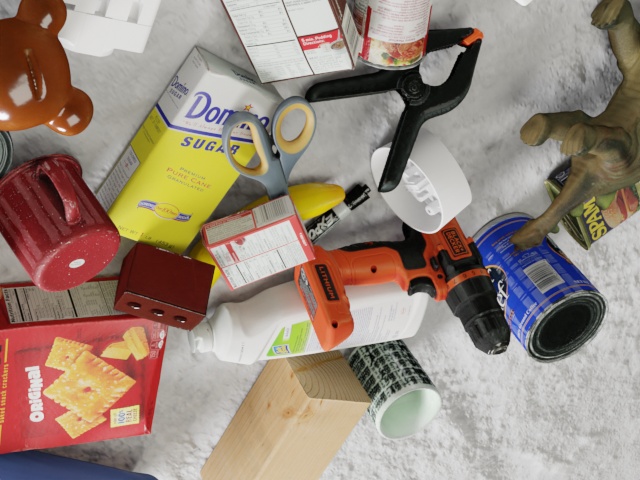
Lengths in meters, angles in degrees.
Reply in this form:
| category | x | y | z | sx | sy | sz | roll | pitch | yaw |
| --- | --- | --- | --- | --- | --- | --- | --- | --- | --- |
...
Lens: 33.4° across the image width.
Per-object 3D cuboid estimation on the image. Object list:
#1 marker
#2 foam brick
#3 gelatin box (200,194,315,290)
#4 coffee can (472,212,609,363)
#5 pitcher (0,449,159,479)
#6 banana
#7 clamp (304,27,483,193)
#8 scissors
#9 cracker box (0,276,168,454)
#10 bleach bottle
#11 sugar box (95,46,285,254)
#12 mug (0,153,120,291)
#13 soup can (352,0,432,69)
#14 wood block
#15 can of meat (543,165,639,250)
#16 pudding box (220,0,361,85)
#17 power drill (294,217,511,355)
| category | x | y | z | sx | sy | sz | roll | pitch | yaw |
| --- | --- | --- | --- | --- | --- | --- | --- | --- | --- |
| marker | 0.002 | -0.015 | 1.078 | 0.121 | 0.020 | 0.020 | -40 | 136 | 7 |
| foam brick | -0.142 | 0.042 | 0.970 | 0.078 | 0.051 | 0.053 | 18 | 154 | -16 |
| gelatin box | -0.057 | 0.002 | 0.984 | 0.089 | 0.030 | 0.073 | -20 | 142 | 3 |
| coffee can | 0.235 | 0.051 | 1.180 | 0.102 | 0.140 | 0.103 | -16 | 133 | -17 |
| pitcher | -0.293 | 0.286 | 1.109 | 0.242 | 0.145 | 0.149 | 28 | 99 | -38 |
| banana | -0.068 | -0.004 | 1.039 | 0.198 | 0.037 | 0.069 | -38 | 145 | 6 |
| clamp | 0.072 | -0.142 | 0.979 | 0.120 | 0.039 | 0.171 | 42 | 87 | -14 |
| scissors | -0.025 | -0.058 | 0.974 | 0.096 | 0.016 | 0.201 | -36 | 141 | -1 |
| cracker box | -0.259 | 0.121 | 1.013 | 0.213 | 0.072 | 0.164 | -4 | 128 | -26 |
| bleach bottle | -0.014 | 0.076 | 1.118 | 0.250 | 0.068 | 0.103 | -9 | 136 | -20 |
| sugar box | -0.116 | -0.075 | 0.941 | 0.093 | 0.048 | 0.176 | 21 | 117 | -40 |
| mug | -0.217 | -0.019 | 0.882 | 0.093 | 0.081 | 0.117 | -25 | 155 | -32 |
| soup can | 0.063 | -0.207 | 0.911 | 0.068 | 0.068 | 0.102 | -11 | 131 | -21 |
| wood block | -0.044 | 0.225 | 1.211 | 0.090 | 0.090 | 0.206 | 12 | 120 | -36 |
| can of meat | 0.308 | -0.051 | 1.194 | 0.084 | 0.057 | 0.102 | -36 | 136 | 0 |
| pudding box | -0.025 | -0.185 | 0.876 | 0.090 | 0.039 | 0.113 | -6 | 137 | 19 |
| power drill | 0.080 | 0.051 | 1.066 | 0.187 | 0.184 | 0.057 | -13 | 147 | -18 |
